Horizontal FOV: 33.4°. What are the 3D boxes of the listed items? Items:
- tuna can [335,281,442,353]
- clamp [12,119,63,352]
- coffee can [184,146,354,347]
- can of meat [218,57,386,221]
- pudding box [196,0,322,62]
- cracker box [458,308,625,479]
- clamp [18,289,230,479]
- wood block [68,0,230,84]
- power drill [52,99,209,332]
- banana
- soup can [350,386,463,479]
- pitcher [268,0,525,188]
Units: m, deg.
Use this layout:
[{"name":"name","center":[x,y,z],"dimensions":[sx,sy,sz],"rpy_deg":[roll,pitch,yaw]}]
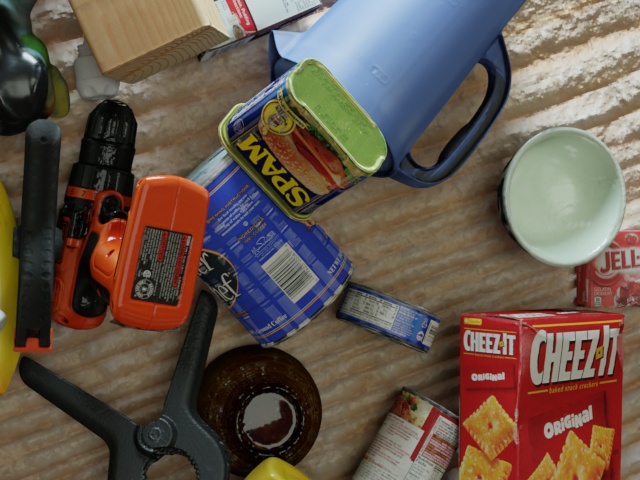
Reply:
[{"name":"tuna can","center":[0.057,0.065,0.902],"dimensions":[0.086,0.086,0.034],"rpy_deg":[23,85,-16]},{"name":"clamp","center":[-0.213,-0.004,0.805],"dimensions":[0.039,0.120,0.171],"rpy_deg":[6,94,-9]},{"name":"coffee can","center":[-0.056,0.001,0.858],"dimensions":[0.102,0.103,0.140],"rpy_deg":[-44,102,-12]},{"name":"can of meat","center":[-0.011,-0.076,0.802],"dimensions":[0.102,0.084,0.057],"rpy_deg":[47,43,-14]},{"name":"pudding box","center":[-0.067,-0.213,0.887],"dimensions":[0.113,0.039,0.090],"rpy_deg":[-26,96,-17]},{"name":"cracker box","center":[0.194,0.168,0.920],"dimensions":[0.163,0.072,0.214],"rpy_deg":[1,90,-44]},{"name":"clamp","center":[-0.138,0.153,0.829],"dimensions":[0.164,0.036,0.210],"rpy_deg":[-14,69,-7]},{"name":"wood block","center":[-0.158,-0.234,0.809],"dimensions":[0.091,0.090,0.206],"rpy_deg":[-24,91,7]},{"name":"power drill","center":[-0.145,-0.014,0.789],"dimensions":[0.057,0.188,0.184],"rpy_deg":[9,91,-28]},{"name":"banana","center":[-0.256,0.017,0.818],"dimensions":[0.037,0.069,0.198],"rpy_deg":[-5,101,19]},{"name":"soup can","center":[0.075,0.187,0.918],"dimensions":[0.068,0.069,0.102],"rpy_deg":[33,81,-15]},{"name":"pitcher","center":[0.088,-0.172,0.891],"dimensions":[0.242,0.145,0.149],"rpy_deg":[-48,141,-14]}]
